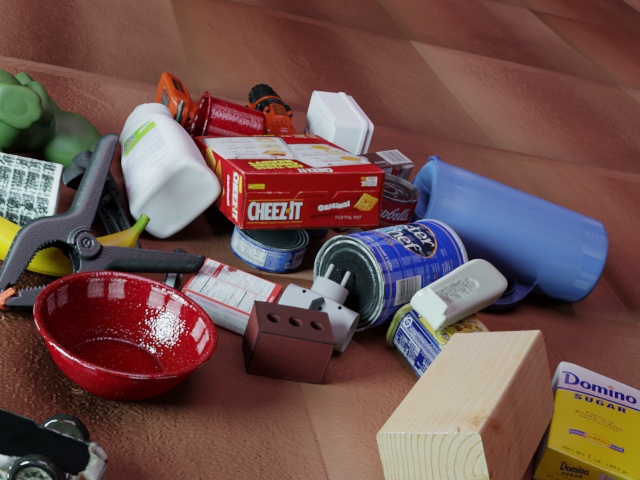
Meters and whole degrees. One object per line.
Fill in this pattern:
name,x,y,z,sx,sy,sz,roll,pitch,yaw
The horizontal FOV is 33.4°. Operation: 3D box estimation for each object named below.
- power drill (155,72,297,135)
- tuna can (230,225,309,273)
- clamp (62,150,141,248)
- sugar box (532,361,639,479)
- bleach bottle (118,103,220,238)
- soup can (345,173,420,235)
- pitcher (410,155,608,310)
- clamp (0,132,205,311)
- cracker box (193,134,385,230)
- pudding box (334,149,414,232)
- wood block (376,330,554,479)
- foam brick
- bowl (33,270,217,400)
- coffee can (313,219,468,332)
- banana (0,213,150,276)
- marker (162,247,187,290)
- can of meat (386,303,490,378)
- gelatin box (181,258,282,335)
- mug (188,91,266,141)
power drill,-0.131,-0.184,1.488,0.187,0.057,0.184,7,27,-20
tuna can,-0.058,0.001,1.209,0.086,0.034,0.086,14,27,-8
clamp,-0.233,-0.044,1.154,0.039,0.120,0.171,-26,18,1
sugar box,0.266,0.188,1.048,0.093,0.048,0.176,22,28,7
bleach bottle,-0.188,-0.104,1.256,0.068,0.103,0.251,43,11,-32
soup can,0.069,-0.019,1.252,0.068,0.102,0.068,15,27,-8
pitcher,0.218,0.004,1.294,0.242,0.149,0.145,17,12,-10
clamp,-0.219,0.012,1.026,0.164,0.036,0.209,49,57,-6
cracker box,-0.044,-0.070,1.227,0.164,0.072,0.214,-2,17,-20
pudding box,0.060,-0.063,1.344,0.113,0.090,0.039,-11,40,-45
wood block,0.135,0.160,0.938,0.091,0.090,0.205,-4,17,27
foam brick,-0.031,0.098,1.025,0.078,0.051,0.053,11,28,-16
bowl,-0.175,0.092,0.941,0.162,0.055,0.162,14,27,-8
coffee can,0.077,0.036,1.153,0.140,0.103,0.103,-11,39,-43
banana,-0.267,0.000,1.050,0.197,0.037,0.069,6,73,-25
marker,-0.152,0.041,1.092,0.020,0.020,0.121,15,27,-6
can of meat,0.133,0.110,1.100,0.101,0.057,0.084,0,34,-32
gelatin box,-0.092,0.059,1.085,0.089,0.030,0.073,21,28,5
mug,-0.118,-0.130,1.362,0.081,0.093,0.117,14,30,-18
